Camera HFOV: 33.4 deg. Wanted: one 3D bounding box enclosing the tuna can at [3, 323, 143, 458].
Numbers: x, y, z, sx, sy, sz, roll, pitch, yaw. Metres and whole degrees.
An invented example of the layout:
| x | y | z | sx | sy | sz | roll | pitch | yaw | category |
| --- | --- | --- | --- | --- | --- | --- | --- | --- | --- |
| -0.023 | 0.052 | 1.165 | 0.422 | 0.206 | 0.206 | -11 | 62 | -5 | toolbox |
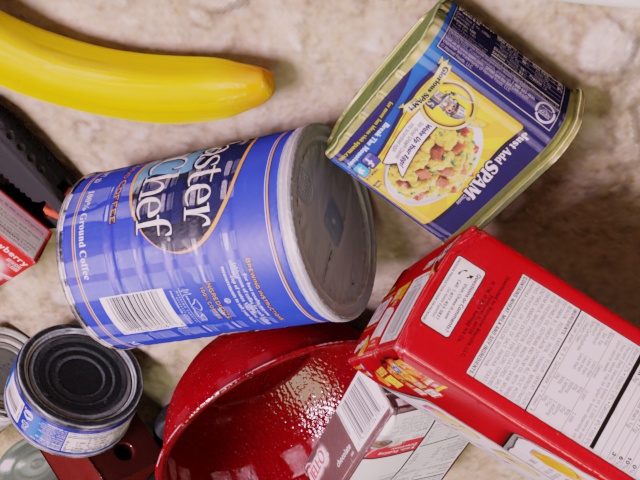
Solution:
| x | y | z | sx | sy | sz | roll | pitch | yaw | category |
| --- | --- | --- | --- | --- | --- | --- | --- | --- | --- |
| -0.160 | 0.096 | 0.697 | 0.086 | 0.086 | 0.034 | 27 | 130 | -5 | tuna can |

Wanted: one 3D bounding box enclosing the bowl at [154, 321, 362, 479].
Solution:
| x | y | z | sx | sy | sz | roll | pitch | yaw | category |
| --- | --- | --- | --- | --- | --- | --- | --- | --- | --- |
| -0.031 | 0.093 | 0.641 | 0.162 | 0.055 | 0.162 | -20 | 145 | -15 | bowl |

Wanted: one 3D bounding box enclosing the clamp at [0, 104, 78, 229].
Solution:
| x | y | z | sx | sy | sz | roll | pitch | yaw | category |
| --- | --- | --- | --- | --- | --- | --- | --- | --- | --- |
| -0.243 | -0.052 | 0.635 | 0.210 | 0.036 | 0.165 | 28 | 131 | -6 | clamp |

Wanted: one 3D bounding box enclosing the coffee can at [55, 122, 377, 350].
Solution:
| x | y | z | sx | sy | sz | roll | pitch | yaw | category |
| --- | --- | --- | --- | --- | --- | --- | --- | --- | --- |
| -0.054 | 0.001 | 0.572 | 0.140 | 0.102 | 0.103 | -10 | 124 | 25 | coffee can |

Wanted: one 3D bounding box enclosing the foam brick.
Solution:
| x | y | z | sx | sy | sz | roll | pitch | yaw | category |
| --- | --- | --- | --- | --- | --- | --- | --- | --- | --- |
| -0.154 | 0.139 | 0.730 | 0.078 | 0.052 | 0.051 | 51 | 133 | 17 | foam brick |

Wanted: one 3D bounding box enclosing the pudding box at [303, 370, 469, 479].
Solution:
| x | y | z | sx | sy | sz | roll | pitch | yaw | category |
| --- | --- | --- | --- | --- | --- | --- | --- | --- | --- |
| 0.050 | 0.113 | 0.642 | 0.089 | 0.039 | 0.114 | -7 | 142 | -31 | pudding box |

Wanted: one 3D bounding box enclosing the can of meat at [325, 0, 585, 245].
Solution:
| x | y | z | sx | sy | sz | roll | pitch | yaw | category |
| --- | --- | --- | --- | --- | --- | --- | --- | --- | --- |
| 0.062 | -0.055 | 0.519 | 0.084 | 0.057 | 0.102 | 35 | 130 | -9 | can of meat |

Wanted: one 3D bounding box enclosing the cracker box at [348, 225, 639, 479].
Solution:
| x | y | z | sx | sy | sz | roll | pitch | yaw | category |
| --- | --- | --- | --- | --- | --- | --- | --- | --- | --- |
| 0.127 | 0.084 | 0.508 | 0.213 | 0.072 | 0.164 | 32 | 170 | 0 | cracker box |

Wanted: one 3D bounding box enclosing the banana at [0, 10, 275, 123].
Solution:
| x | y | z | sx | sy | sz | roll | pitch | yaw | category |
| --- | --- | --- | --- | --- | --- | --- | --- | --- | --- |
| -0.122 | -0.092 | 0.552 | 0.197 | 0.037 | 0.070 | 17 | 161 | -3 | banana |

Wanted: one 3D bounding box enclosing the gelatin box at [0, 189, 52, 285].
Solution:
| x | y | z | sx | sy | sz | roll | pitch | yaw | category |
| --- | --- | --- | --- | --- | --- | --- | --- | --- | --- |
| -0.213 | -0.009 | 0.618 | 0.073 | 0.030 | 0.089 | -27 | 122 | 37 | gelatin box |
